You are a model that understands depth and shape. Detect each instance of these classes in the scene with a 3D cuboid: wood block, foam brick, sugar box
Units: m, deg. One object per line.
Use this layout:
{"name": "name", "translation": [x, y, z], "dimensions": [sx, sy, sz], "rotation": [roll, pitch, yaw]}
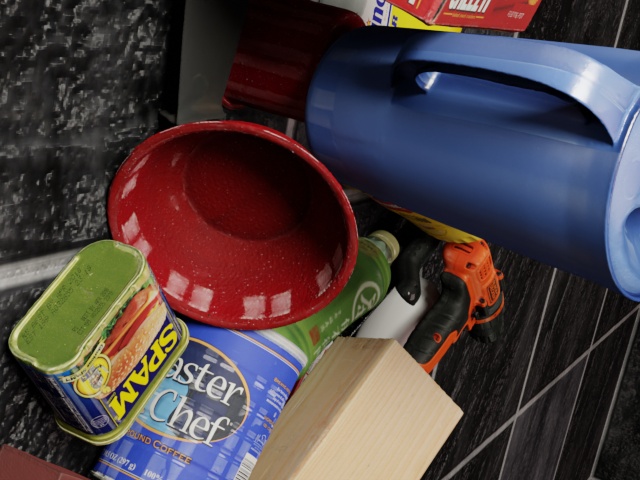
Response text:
{"name": "wood block", "translation": [0.003, 0.180, 0.809], "dimensions": [0.090, 0.090, 0.206], "rotation": [47, 66, -19]}
{"name": "foam brick", "translation": [-0.182, 0.173, 0.657], "dimensions": [0.078, 0.051, 0.053], "rotation": [-64, 153, -14]}
{"name": "sugar box", "translation": [0.051, -0.161, 0.902], "dimensions": [0.176, 0.048, 0.093], "rotation": [4, 104, -65]}

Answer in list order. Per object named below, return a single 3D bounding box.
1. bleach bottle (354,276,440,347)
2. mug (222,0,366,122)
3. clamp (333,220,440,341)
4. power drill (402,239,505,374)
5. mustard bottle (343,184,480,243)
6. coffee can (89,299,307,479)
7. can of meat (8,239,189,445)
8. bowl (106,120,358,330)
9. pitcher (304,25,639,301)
{"name": "bleach bottle", "translation": [0.044, 0.157, 1.091], "dimensions": [0.250, 0.068, 0.102], "rotation": [-59, 151, -19]}
{"name": "mug", "translation": [-0.012, -0.133, 0.752], "dimensions": [0.117, 0.082, 0.093], "rotation": [-44, 143, -44]}
{"name": "clamp", "translation": [0.080, 0.025, 1.037], "dimensions": [0.039, 0.120, 0.171], "rotation": [47, 53, -18]}
{"name": "power drill", "translation": [0.122, 0.105, 1.067], "dimensions": [0.187, 0.057, 0.184], "rotation": [-57, 148, -20]}
{"name": "mustard bottle", "translation": [0.072, -0.054, 0.946], "dimensions": [0.191, 0.096, 0.058], "rotation": [26, 83, -44]}
{"name": "coffee can", "translation": [-0.085, 0.124, 0.758], "dimensions": [0.140, 0.103, 0.102], "rotation": [-63, 154, -16]}
{"name": "can of meat", "translation": [-0.137, 0.062, 0.667], "dimensions": [0.102, 0.058, 0.084], "rotation": [-56, 149, -29]}
{"name": "bowl", "translation": [-0.053, -0.019, 0.692], "dimensions": [0.055, 0.162, 0.162], "rotation": [-76, 167, -53]}
{"name": "pitcher", "translation": [0.102, -0.066, 0.631], "dimensions": [0.144, 0.243, 0.149], "rotation": [-25, 122, -39]}
